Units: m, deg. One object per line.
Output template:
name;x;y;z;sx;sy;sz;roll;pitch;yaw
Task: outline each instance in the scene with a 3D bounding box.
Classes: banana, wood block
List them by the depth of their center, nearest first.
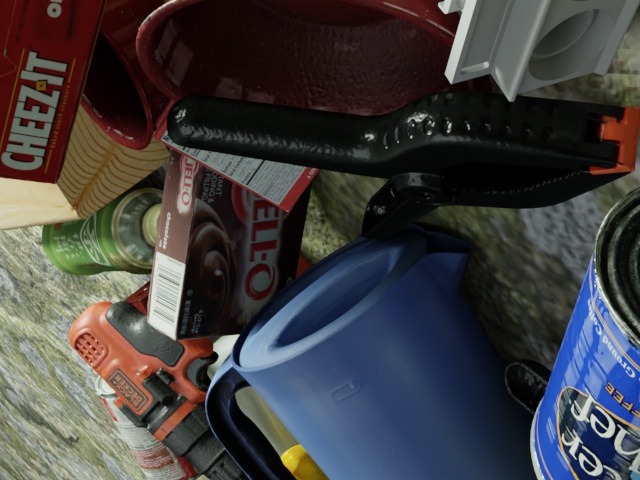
banana;0.028;0.206;0.838;0.197;0.037;0.070;45;175;-29
wood block;-0.217;-0.071;0.860;0.206;0.090;0.090;-3;122;57

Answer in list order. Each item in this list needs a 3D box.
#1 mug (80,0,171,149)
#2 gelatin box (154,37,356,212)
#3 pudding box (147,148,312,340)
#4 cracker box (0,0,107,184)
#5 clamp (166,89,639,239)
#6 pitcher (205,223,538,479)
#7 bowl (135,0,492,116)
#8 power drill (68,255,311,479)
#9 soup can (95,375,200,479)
mug;-0.092;-0.107;0.636;0.117;0.081;0.093;40;151;22
gelatin box;-0.035;-0.068;0.581;0.089;0.030;0.073;29;119;-15
pudding box;-0.054;0.001;0.650;0.039;0.089;0.113;23;107;44
cracker box;-0.170;-0.150;0.573;0.214;0.072;0.164;52;128;52
clamp;0.041;-0.040;0.491;0.164;0.036;0.210;21;163;-38
pitcher;0.057;0.125;0.631;0.243;0.144;0.149;55;151;-14
bowl;0.000;-0.096;0.489;0.162;0.055;0.162;7;163;2
power drill;-0.076;0.078;0.766;0.184;0.057;0.188;43;120;2
soup can;-0.135;0.146;0.886;0.069;0.068;0.102;9;130;53
